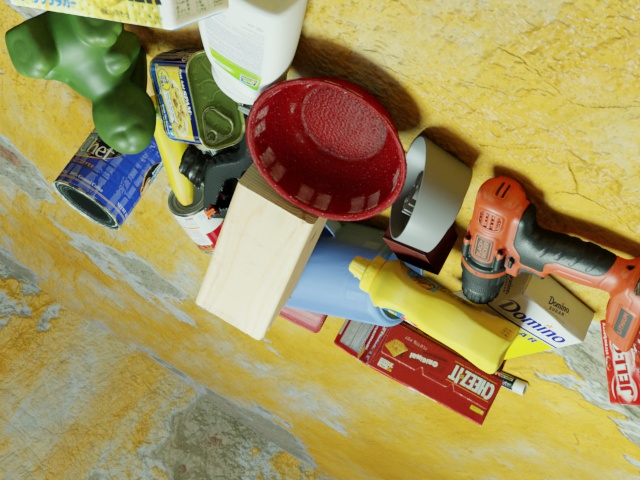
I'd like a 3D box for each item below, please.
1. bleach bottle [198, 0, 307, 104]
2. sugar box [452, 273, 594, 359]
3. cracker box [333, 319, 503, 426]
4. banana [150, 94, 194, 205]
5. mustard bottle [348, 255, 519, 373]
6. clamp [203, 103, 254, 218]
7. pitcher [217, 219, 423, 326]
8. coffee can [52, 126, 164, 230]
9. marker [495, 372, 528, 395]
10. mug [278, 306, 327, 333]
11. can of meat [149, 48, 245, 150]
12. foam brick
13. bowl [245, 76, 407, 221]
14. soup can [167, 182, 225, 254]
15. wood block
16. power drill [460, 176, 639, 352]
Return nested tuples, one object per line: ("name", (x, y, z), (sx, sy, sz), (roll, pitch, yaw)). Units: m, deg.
("bleach bottle", (-0.070, -0.187, 0.964), (0.102, 0.068, 0.251), (35, 164, 2))
("sugar box", (0.209, 0.087, 1.192), (0.093, 0.048, 0.177), (38, 153, -15))
("cracker box", (0.121, 0.153, 1.375), (0.164, 0.072, 0.214), (28, 176, -10))
("banana", (-0.186, -0.120, 1.309), (0.037, 0.069, 0.198), (-3, 150, 5))
("mustard bottle", (0.115, 0.070, 1.140), (0.192, 0.058, 0.096), (30, -173, 14))
("clamp", (-0.072, -0.083, 1.181), (0.210, 0.036, 0.164), (-23, 122, 41))
("pitcher", (-0.003, 0.019, 1.292), (0.243, 0.145, 0.149), (12, 176, 38))
("coffee can", (-0.260, -0.098, 1.367), (0.103, 0.140, 0.103), (29, 161, 11))
("marker", (0.229, 0.183, 1.478), (0.121, 0.020, 0.020), (22, 159, 29))
("mug", (-0.020, 0.078, 1.529), (0.081, 0.093, 0.117), (26, -168, 4))
("can of meat", (-0.130, -0.149, 1.112), (0.084, 0.057, 0.102), (14, 119, 50))
("foam brick", (0.107, -0.004, 1.134), (0.053, 0.051, 0.078), (24, 170, 22))
("bowl", (0.013, -0.097, 1.013), (0.162, 0.055, 0.162), (15, 135, 16))
("soup can", (-0.162, -0.035, 1.484), (0.069, 0.068, 0.102), (21, 158, 31))
("wood block", (-0.057, 0.002, 1.156), (0.090, 0.090, 0.206), (30, 136, 4))
("power drill", (0.223, 0.035, 1.023), (0.188, 0.057, 0.184), (25, 150, 17))
